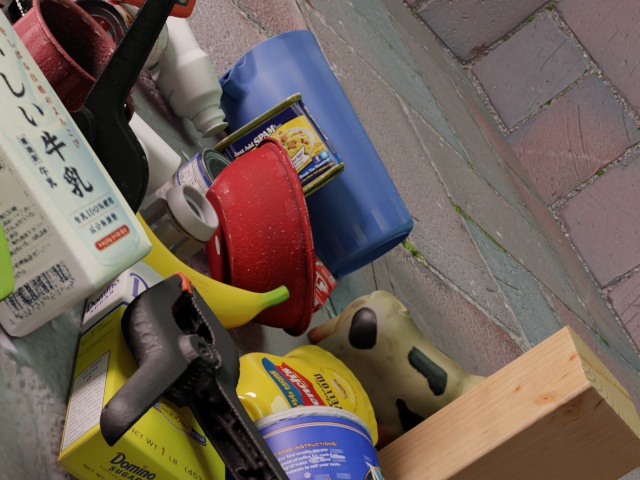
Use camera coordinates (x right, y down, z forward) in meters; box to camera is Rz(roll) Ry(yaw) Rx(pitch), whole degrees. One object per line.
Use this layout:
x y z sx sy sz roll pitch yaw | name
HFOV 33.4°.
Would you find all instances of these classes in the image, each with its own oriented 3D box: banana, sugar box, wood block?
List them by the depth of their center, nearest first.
-0.102 0.089 0.649 0.093 0.048 0.176 44 20 -27 | sugar box
-0.115 0.005 0.755 0.197 0.069 0.037 41 -23 -18 | banana
0.146 0.173 0.854 0.090 0.206 0.090 46 18 -18 | wood block

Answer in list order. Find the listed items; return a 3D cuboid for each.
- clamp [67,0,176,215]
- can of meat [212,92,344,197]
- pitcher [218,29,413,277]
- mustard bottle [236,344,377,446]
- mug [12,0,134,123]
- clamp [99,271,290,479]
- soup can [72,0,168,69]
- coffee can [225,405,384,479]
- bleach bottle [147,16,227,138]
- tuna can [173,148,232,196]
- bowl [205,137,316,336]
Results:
-0.171 -0.075 0.677 0.036 0.164 0.210 -176 -94 -75 | clamp
-0.039 -0.077 1.021 0.084 0.102 0.057 56 -6 3 | can of meat
-0.001 -0.089 1.124 0.243 0.149 0.145 59 -15 9 | pitcher
-0.026 0.124 0.757 0.096 0.058 0.191 58 18 15 | mustard bottle
-0.185 -0.109 0.758 0.117 0.082 0.093 35 24 -44 | mug
-0.067 0.082 0.602 0.120 0.039 0.171 44 18 -24 | clamp
-0.180 -0.179 0.934 0.068 0.069 0.102 52 17 -3 | soup can
0.000 0.184 0.629 0.102 0.103 0.140 37 23 -41 | coffee can
-0.163 -0.211 1.037 0.251 0.068 0.103 61 -14 6 | bleach bottle
-0.089 -0.040 0.954 0.086 0.034 0.086 46 18 -21 | tuna can
-0.056 0.001 0.845 0.162 0.055 0.162 172 -90 -72 | bowl
